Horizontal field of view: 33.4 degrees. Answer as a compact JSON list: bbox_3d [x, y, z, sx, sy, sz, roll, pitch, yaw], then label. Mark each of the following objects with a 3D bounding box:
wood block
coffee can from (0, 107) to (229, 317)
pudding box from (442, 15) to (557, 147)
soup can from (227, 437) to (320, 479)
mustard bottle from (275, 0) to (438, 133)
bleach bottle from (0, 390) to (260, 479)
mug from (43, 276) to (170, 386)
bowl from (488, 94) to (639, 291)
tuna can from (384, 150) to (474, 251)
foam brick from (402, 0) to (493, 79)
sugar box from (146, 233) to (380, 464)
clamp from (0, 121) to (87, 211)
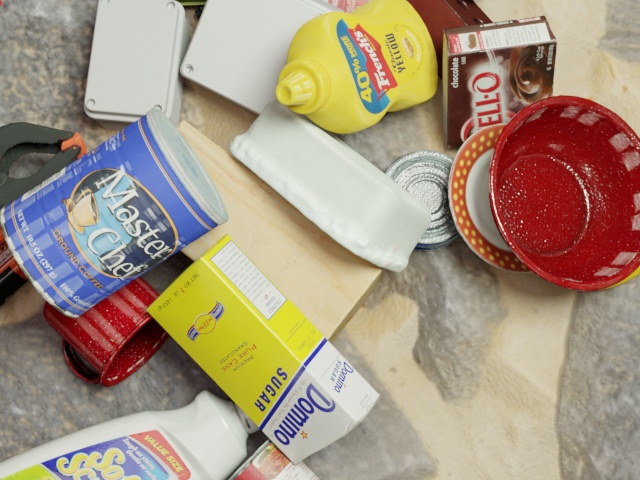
[{"bbox_3d":[-0.056,0.002,0.904,0.206,0.091,0.090,37,86,7],"label":"wood block"},{"bbox_3d":[-0.156,-0.021,0.815,0.140,0.102,0.103,-33,81,4],"label":"coffee can"},{"bbox_3d":[0.149,-0.133,0.906,0.090,0.113,0.039,-8,49,1],"label":"pudding box"},{"bbox_3d":[-0.024,0.219,0.880,0.102,0.068,0.068,44,85,8],"label":"soup can"},{"bbox_3d":[0.024,-0.138,0.857,0.058,0.191,0.096,-13,100,37],"label":"mustard bottle"},{"bbox_3d":[-0.166,0.188,0.895,0.250,0.068,0.102,-26,81,-4],"label":"bleach bottle"},{"bbox_3d":[-0.184,0.071,0.908,0.081,0.093,0.117,41,121,12],"label":"mug"},{"bbox_3d":[0.199,-0.035,0.882,0.162,0.055,0.162,4,78,-19],"label":"bowl"},{"bbox_3d":[0.091,-0.035,0.932,0.086,0.034,0.086,0,81,2],"label":"tuna can"},{"bbox_3d":[0.109,-0.189,0.936,0.078,0.052,0.051,49,126,8],"label":"foam brick"},{"bbox_3d":[-0.046,0.089,0.840,0.176,0.093,0.048,48,42,-1],"label":"sugar box"},{"bbox_3d":[-0.278,-0.042,0.894,0.171,0.039,0.120,-13,81,-2],"label":"clamp"}]
